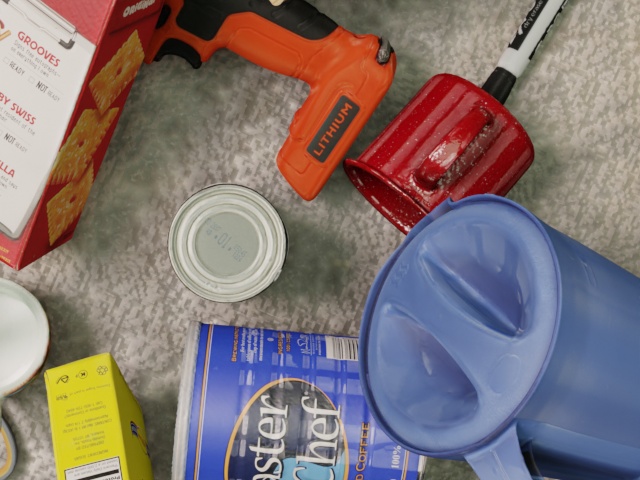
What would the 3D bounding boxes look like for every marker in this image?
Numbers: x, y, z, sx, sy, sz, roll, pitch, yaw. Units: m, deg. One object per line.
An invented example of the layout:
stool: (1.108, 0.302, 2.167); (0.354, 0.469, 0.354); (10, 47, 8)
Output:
marker: (0.136, -0.134, 0.682); (0.020, 0.020, 0.121); (32, 89, -4)

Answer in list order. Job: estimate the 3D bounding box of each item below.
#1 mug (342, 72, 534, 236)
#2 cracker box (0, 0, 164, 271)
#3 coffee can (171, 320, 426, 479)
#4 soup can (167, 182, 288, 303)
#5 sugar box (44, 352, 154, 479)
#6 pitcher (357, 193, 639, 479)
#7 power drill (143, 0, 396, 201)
mug: (0.074, -0.048, 0.634); (0.093, 0.117, 0.081); (41, 83, 7)
cracker box: (-0.184, -0.116, 0.586); (0.164, 0.072, 0.214); (30, 115, 7)
coffee can: (-0.013, 0.105, 0.635); (0.140, 0.103, 0.103); (5, 91, -4)
soup can: (-0.054, 0.001, 0.630); (0.068, 0.102, 0.068); (0, 91, -4)
sugar box: (-0.113, 0.162, 0.596); (0.048, 0.093, 0.176); (-16, 61, -5)
pitcher: (0.150, 0.083, 0.585); (0.242, 0.145, 0.149); (22, 85, -35)
power drill: (-0.064, -0.103, 0.635); (0.187, 0.057, 0.185); (32, 114, -10)
